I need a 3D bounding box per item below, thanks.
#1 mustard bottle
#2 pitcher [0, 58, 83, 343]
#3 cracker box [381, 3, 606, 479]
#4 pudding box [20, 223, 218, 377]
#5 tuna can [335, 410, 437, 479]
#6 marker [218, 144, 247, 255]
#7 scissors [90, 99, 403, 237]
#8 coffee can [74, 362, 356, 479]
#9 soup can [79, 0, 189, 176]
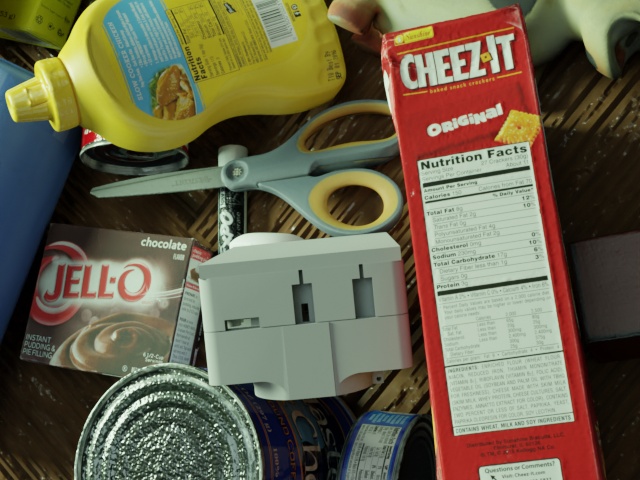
[{"bbox_3d":[-0.087,-0.103,0.623,0.191,0.058,0.096,-19,82,-20],"label":"mustard bottle"},{"bbox_3d":[-0.251,0.002,0.690,0.149,0.145,0.243,22,83,13],"label":"pitcher"},{"bbox_3d":[0.084,0.022,0.517,0.072,0.164,0.214,-9,75,10],"label":"cracker box"},{"bbox_3d":[-0.127,0.040,0.669,0.114,0.039,0.090,6,80,23],"label":"pudding box"},{"bbox_3d":[0.037,0.132,0.557,0.034,0.086,0.086,1,79,24],"label":"tuna can"},{"bbox_3d":[-0.054,0.001,0.660,0.020,0.020,0.121,-6,76,21],"label":"marker"},{"bbox_3d":[-0.037,-0.025,0.640,0.202,0.016,0.096,-20,66,6],"label":"scissors"},{"bbox_3d":[-0.046,0.119,0.561,0.103,0.140,0.103,-4,79,22],"label":"coffee can"},{"bbox_3d":[-0.117,-0.099,0.682,0.069,0.068,0.102,-6,75,21],"label":"soup can"}]
